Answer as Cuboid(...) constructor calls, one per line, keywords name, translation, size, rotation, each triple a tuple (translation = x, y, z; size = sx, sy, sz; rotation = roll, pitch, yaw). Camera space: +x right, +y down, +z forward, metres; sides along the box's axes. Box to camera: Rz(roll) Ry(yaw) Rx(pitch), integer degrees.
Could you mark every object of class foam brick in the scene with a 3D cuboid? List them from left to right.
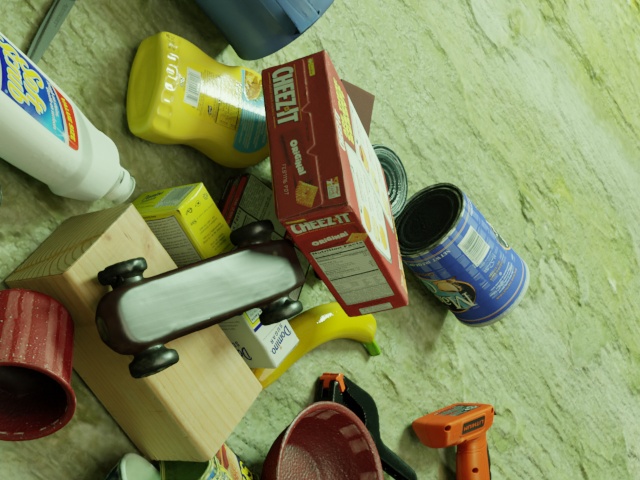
Cuboid(name="foam brick", translation=(0.017, -0.121, 1.117), size=(0.052, 0.051, 0.078), rotation=(23, 69, -40))

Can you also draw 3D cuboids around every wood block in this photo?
Cuboid(name="wood block", translation=(-0.152, 0.082, 0.895), size=(0.206, 0.091, 0.090), rotation=(58, 48, -24))

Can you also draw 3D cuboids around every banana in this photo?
Cuboid(name="banana", translation=(-0.002, 0.101, 1.081), size=(0.197, 0.037, 0.069), rotation=(-9, 90, -45))

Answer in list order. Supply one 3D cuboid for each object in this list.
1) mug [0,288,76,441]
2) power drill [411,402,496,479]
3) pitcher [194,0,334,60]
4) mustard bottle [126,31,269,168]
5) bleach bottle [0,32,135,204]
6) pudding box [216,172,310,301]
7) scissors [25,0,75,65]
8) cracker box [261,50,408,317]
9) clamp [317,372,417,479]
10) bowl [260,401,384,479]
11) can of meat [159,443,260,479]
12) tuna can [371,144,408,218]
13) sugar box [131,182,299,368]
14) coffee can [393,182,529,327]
Cuboid(name="mug", translation=(-0.240, 0.093, 0.805), size=(0.081, 0.117, 0.093), rotation=(-98, 175, -46))
Cuboid(name="power drill", translation=(0.151, 0.286, 1.198), size=(0.184, 0.057, 0.187), rotation=(-12, 96, -49))
Cuboid(name="pitcher", translation=(-0.093, -0.286, 0.954), size=(0.242, 0.149, 0.145), rotation=(46, 52, -31))
Cuboid(name="mustard bottle", translation=(-0.089, -0.120, 1.007), size=(0.191, 0.058, 0.096), rotation=(17, 71, -42))
Cuboid(name="bleach bottle", translation=(-0.244, -0.109, 0.844), size=(0.250, 0.068, 0.102), rotation=(40, 27, -41))
Cuboid(name="pudding box", translation=(-0.057, 0.001, 1.039), size=(0.113, 0.039, 0.090), rotation=(37, 60, -33))
Cuboid(name="scissors", translation=(-0.200, -0.219, 0.939), size=(0.096, 0.016, 0.201), rotation=(23, 70, -41))
Cuboid(name="cracker box", translation=(0.014, -0.044, 0.992), size=(0.213, 0.072, 0.164), rotation=(55, 23, -58))
Cuboid(name="clamp", translation=(0.033, 0.221, 1.101), size=(0.120, 0.039, 0.171), rotation=(-43, 111, -44))
Cuboid(name="bowl", translation=(-0.007, 0.237, 1.015), size=(0.161, 0.055, 0.162), rotation=(21, 63, -47))
Cuboid(name="can of meat", translation=(-0.095, 0.216, 0.934), size=(0.057, 0.102, 0.084), rotation=(-36, 113, 4))
Cuboid(name="tuna can", translation=(0.057, -0.061, 1.160), size=(0.085, 0.034, 0.086), rotation=(7, 80, -44))
Cuboid(name="sugar box", translation=(-0.099, 0.035, 0.954), size=(0.048, 0.094, 0.176), rotation=(-49, 119, -34))
Cuboid(name="coffee can", translation=(0.155, 0.017, 1.200), size=(0.140, 0.103, 0.102), rotation=(44, 57, -32))
